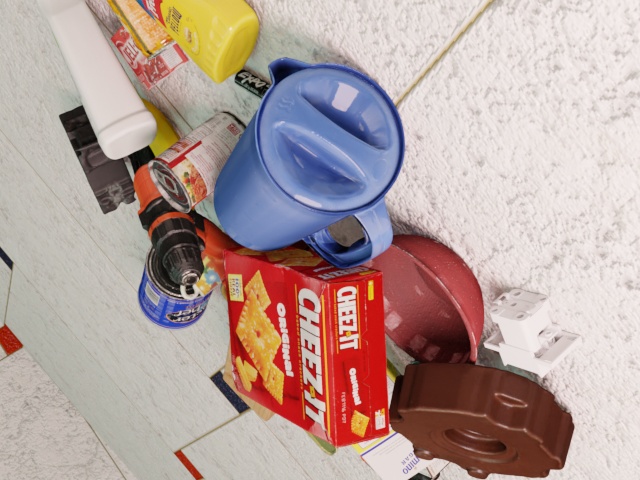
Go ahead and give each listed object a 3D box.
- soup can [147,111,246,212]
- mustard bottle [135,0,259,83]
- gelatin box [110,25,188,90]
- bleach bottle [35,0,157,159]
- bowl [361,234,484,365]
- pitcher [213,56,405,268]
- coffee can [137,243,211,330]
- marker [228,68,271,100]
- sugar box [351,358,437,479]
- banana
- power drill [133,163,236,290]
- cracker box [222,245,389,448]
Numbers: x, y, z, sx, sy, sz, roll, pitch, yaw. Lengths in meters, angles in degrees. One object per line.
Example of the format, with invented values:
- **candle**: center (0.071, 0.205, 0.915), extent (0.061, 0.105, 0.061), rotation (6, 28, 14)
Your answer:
- **soup can**: center (-0.127, -0.087, 1.162), extent (0.069, 0.102, 0.068), rotation (39, 153, 24)
- **mustard bottle**: center (-0.143, -0.244, 1.020), extent (0.192, 0.058, 0.096), rotation (46, 154, 11)
- **gelatin box**: center (-0.191, -0.211, 1.182), extent (0.073, 0.030, 0.089), rotation (55, 155, -11)
- **bleach bottle**: center (-0.271, -0.221, 1.223), extent (0.251, 0.068, 0.102), rotation (63, 170, 5)
- **bowl**: center (0.102, 0.050, 1.019), extent (0.162, 0.055, 0.162), rotation (39, 153, 24)
- **pitcher**: center (-0.020, -0.054, 0.997), extent (0.145, 0.149, 0.243), rotation (15, 164, -14)
- **coffee can**: center (-0.198, 0.057, 1.484), extent (0.103, 0.102, 0.140), rotation (47, 155, 7)
- **marker**: center (-0.067, -0.155, 1.063), extent (0.121, 0.020, 0.020), rotation (34, 151, 32)
- **sugar box**: center (0.065, 0.193, 1.207), extent (0.176, 0.093, 0.048), rotation (51, -170, -25)
- **banana**: center (-0.200, -0.108, 1.301), extent (0.198, 0.070, 0.037), rotation (55, -169, -12)
- **power drill**: center (-0.134, 0.011, 1.241), extent (0.187, 0.057, 0.184), rotation (44, -164, -47)
- **cracker box**: center (-0.020, 0.097, 1.078), extent (0.214, 0.072, 0.164), rotation (15, 112, 58)
